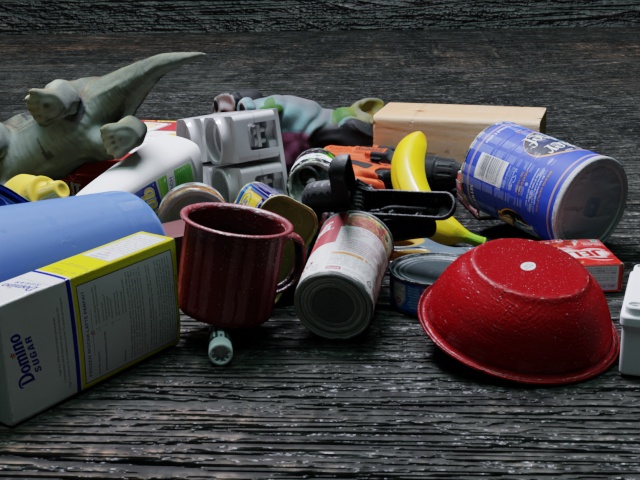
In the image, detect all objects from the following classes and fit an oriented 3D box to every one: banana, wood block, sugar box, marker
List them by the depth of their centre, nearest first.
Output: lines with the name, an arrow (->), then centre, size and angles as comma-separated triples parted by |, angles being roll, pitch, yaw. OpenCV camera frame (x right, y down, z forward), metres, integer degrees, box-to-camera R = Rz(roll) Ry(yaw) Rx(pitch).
sugar box -> -0.181, 0.061, 0.803 | 0.048, 0.093, 0.175 | 12, 21, 36
marker -> -0.084, 0.071, 0.886 | 0.020, 0.020, 0.121 | -3, 18, -6
banana -> 0.110, -0.055, 1.151 | 0.069, 0.037, 0.198 | 7, 40, -26
wood block -> 0.178, -0.121, 1.357 | 0.206, 0.090, 0.090 | 5, 20, 17

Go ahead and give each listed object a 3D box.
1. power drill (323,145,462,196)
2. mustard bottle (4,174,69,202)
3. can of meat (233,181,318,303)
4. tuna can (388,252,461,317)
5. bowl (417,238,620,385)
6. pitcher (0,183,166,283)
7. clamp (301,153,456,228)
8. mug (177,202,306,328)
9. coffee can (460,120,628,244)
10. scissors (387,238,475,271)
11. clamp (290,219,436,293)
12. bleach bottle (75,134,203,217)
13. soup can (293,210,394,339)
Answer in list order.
power drill -> 0.065, -0.068, 1.257 | 0.185, 0.057, 0.187 | 5, 17, 18
mustard bottle -> -0.304, -0.017, 0.997 | 0.192, 0.058, 0.096 | -19, 15, 33
can of meat -> -0.056, 0.001, 0.972 | 0.057, 0.102, 0.084 | 27, 4, -23
tuna can -> 0.103, 0.039, 0.947 | 0.086, 0.034, 0.086 | -1, 18, 0
bowl -> 0.160, 0.044, 0.839 | 0.162, 0.055, 0.162 | 5, 29, -3
pitcher -> -0.246, 0.022, 0.859 | 0.145, 0.149, 0.242 | 9, 17, 37
clamp -> 0.042, -0.033, 0.958 | 0.120, 0.039, 0.172 | 23, -13, -12
mug -> -0.064, 0.020, 0.883 | 0.117, 0.081, 0.093 | -3, 20, -36
coffee can -> 0.229, -0.056, 1.101 | 0.102, 0.103, 0.140 | -13, 27, -33
scissors -> 0.136, 0.009, 1.069 | 0.201, 0.016, 0.096 | -4, 19, -8
clamp -> 0.005, -0.005, 1.066 | 0.164, 0.036, 0.210 | -21, 20, -21
bleach bottle -> -0.206, -0.022, 1.091 | 0.068, 0.103, 0.250 | 14, 30, 18
soup can -> 0.021, 0.029, 0.899 | 0.068, 0.068, 0.102 | 3, 31, 13
